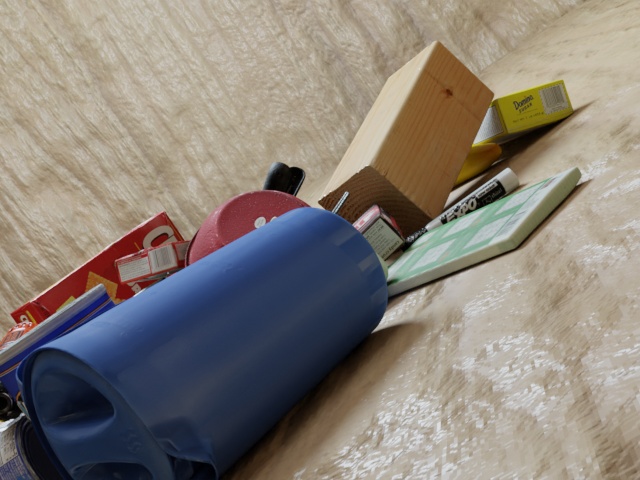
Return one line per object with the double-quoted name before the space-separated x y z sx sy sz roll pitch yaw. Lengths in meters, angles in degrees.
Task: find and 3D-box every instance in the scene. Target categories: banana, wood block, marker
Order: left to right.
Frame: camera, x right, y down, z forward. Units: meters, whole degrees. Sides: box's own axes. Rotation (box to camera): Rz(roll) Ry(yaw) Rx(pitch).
"wood block" 0.091 -0.094 1.078 0.090 0.090 0.205 -35 20 47
"banana" 0.112 -0.064 1.196 0.198 0.037 0.069 -22 5 15
"marker" 0.124 -0.024 0.954 0.121 0.020 0.020 -34 6 -2

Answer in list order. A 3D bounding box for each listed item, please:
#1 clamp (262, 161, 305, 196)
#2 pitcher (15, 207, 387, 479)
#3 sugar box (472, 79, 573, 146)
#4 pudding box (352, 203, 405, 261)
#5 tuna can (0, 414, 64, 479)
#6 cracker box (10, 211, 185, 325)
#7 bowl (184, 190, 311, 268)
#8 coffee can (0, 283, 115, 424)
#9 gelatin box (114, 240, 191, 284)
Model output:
"clamp" -0.072 0.000 1.244 0.164 0.036 0.210 50 -116 -84
"pitcher" -0.073 0.070 0.715 0.242 0.149 0.145 -35 -9 -41
"sugar box" 0.197 -0.133 1.216 0.093 0.048 0.176 -18 2 -24
"pudding box" 0.024 0.020 0.965 0.113 0.039 0.090 -46 4 7
"tuna can" -0.228 0.185 0.872 0.034 0.086 0.086 -35 5 12
"cracker box" -0.222 0.088 1.240 0.213 0.164 0.072 -39 9 -39
"bowl" -0.057 0.001 1.063 0.161 0.162 0.055 -37 -33 -28
"coffee can" -0.167 0.118 0.803 0.103 0.140 0.103 -34 6 4
"gelatin box" -0.164 0.021 1.145 0.089 0.030 0.073 -16 -4 34
